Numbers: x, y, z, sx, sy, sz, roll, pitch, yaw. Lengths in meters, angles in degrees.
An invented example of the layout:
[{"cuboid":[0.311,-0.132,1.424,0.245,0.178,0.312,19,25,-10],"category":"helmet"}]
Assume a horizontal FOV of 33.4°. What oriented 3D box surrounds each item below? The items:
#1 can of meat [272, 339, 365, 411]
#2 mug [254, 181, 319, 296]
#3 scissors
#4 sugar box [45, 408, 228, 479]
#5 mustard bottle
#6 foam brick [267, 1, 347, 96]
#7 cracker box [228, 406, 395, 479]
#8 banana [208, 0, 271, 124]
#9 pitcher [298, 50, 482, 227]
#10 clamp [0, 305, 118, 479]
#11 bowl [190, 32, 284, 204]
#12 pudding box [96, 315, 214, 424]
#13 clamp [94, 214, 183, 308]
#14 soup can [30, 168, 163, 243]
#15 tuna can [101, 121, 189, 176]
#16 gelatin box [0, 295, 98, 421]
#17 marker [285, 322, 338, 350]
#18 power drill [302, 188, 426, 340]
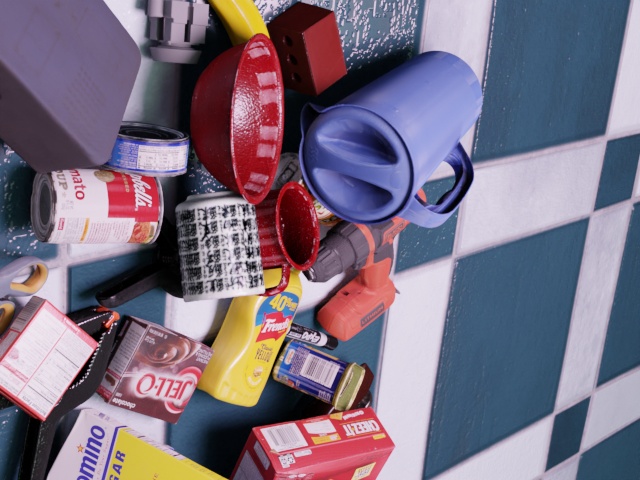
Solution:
[{"cuboid":[-0.001,0.157,1.251,0.057,0.084,0.102,-66,165,-6],"category":"can of meat"},{"cuboid":[-0.057,0.001,1.114,0.093,0.082,0.117,21,65,-60],"category":"mug"},{"cuboid":[-0.290,0.050,0.893,0.096,0.016,0.201,-59,169,9],"category":"scissors"},{"cuboid":[-0.177,0.246,1.056,0.093,0.176,0.048,-64,174,-5],"category":"sugar box"},{"cuboid":[-0.068,0.087,1.189,0.096,0.058,0.191,27,87,-59],"category":"mustard bottle"},{"cuboid":[-0.013,-0.200,1.116,0.051,0.053,0.078,-39,133,-29],"category":"foam brick"},{"cuboid":[-0.028,0.298,1.247,0.163,0.072,0.214,-4,134,-34],"category":"cracker box"},{"cuboid":[-0.077,-0.183,1.066,0.069,0.037,0.198,-32,130,-36],"category":"banana"},{"cuboid":[0.096,-0.117,1.175,0.242,0.145,0.149,-42,126,-50],"category":"pitcher"},{"cuboid":[-0.264,0.152,1.017,0.209,0.036,0.164,-46,132,-26],"category":"clamp"},{"cuboid":[-0.082,-0.116,1.014,0.162,0.055,0.162,5,90,-76],"category":"bowl"},{"cuboid":[-0.173,0.135,1.110,0.113,0.039,0.090,31,85,-50],"category":"pudding box"},{"cuboid":[-0.156,0.025,1.074,0.171,0.039,0.120,28,82,-48],"category":"clamp"},{"cuboid":[-0.201,-0.031,0.959,0.102,0.069,0.068,0,108,-31],"category":"soup can"},{"cuboid":[-0.164,-0.085,0.979,0.085,0.086,0.034,-7,111,-46],"category":"tuna can"},{"cuboid":[-0.256,0.107,0.967,0.073,0.030,0.089,48,66,-35],"category":"gelatin box"},{"cuboid":[-0.017,0.114,1.290,0.120,0.020,0.020,24,89,-50],"category":"marker"},{"cuboid":[0.042,0.034,1.241,0.184,0.057,0.188,-35,153,-30],"category":"power drill"}]
